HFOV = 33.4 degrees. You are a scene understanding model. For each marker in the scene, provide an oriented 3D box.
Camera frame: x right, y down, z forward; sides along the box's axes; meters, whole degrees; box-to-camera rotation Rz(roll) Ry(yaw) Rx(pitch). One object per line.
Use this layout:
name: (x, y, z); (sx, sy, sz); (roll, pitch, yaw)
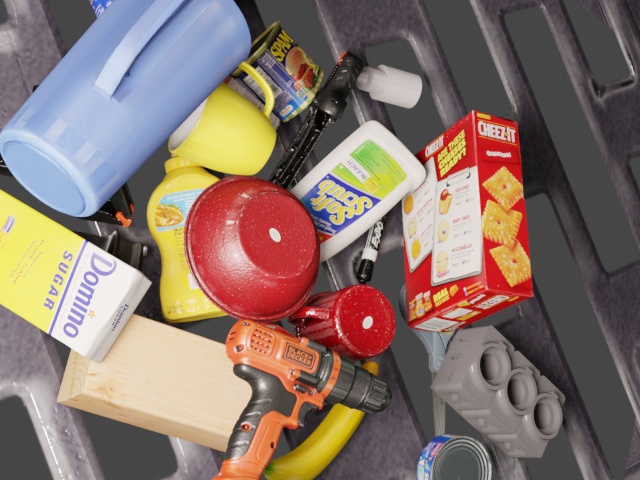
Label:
marker: (0.064, -0.004, 1.270); (0.020, 0.020, 0.121); (26, 65, -22)

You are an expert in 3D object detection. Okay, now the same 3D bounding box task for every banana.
banana: (0.004, 0.209, 1.155); (0.037, 0.070, 0.197); (26, 46, 29)

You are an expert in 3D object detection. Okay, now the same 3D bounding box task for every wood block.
wood block: (-0.143, 0.145, 1.068); (0.205, 0.090, 0.091); (21, 67, -23)

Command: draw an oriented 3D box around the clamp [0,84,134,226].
clamp: (-0.249, -0.078, 1.061); (0.171, 0.120, 0.039); (29, 40, -25)

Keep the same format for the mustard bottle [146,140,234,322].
mustard bottle: (-0.134, -0.014, 1.133); (0.096, 0.058, 0.191); (-9, 80, -8)

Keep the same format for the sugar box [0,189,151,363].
sugar box: (-0.256, 0.031, 0.995); (0.176, 0.048, 0.093); (27, 79, 18)

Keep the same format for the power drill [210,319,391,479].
power drill: (-0.025, 0.188, 1.037); (0.184, 0.057, 0.187); (24, 62, -18)

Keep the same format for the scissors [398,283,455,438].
scissors: (0.124, 0.134, 1.269); (0.096, 0.016, 0.201); (23, 66, -21)

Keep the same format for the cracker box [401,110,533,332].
cracker box: (0.165, -0.016, 1.233); (0.072, 0.164, 0.213); (10, 66, -25)

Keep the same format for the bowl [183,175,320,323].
bowl: (-0.057, 0.001, 1.101); (0.161, 0.055, 0.162); (10, 69, -29)

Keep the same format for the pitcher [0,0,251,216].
pitcher: (-0.179, -0.145, 0.981); (0.242, 0.145, 0.149); (-55, 139, -28)

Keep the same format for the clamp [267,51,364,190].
clamp: (0.011, -0.156, 1.214); (0.036, 0.165, 0.209); (33, 53, -8)

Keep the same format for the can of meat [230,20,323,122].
can of meat: (-0.046, -0.192, 1.219); (0.084, 0.058, 0.102); (45, 29, -15)

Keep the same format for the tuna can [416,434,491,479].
tuna can: (0.153, 0.267, 1.230); (0.086, 0.034, 0.086); (2, 86, -30)

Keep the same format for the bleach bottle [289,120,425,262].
bleach bottle: (0.006, -0.023, 1.210); (0.102, 0.068, 0.250); (45, 66, -3)

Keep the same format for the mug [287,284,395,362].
mug: (0.020, 0.092, 1.181); (0.117, 0.082, 0.093); (19, 68, -25)
